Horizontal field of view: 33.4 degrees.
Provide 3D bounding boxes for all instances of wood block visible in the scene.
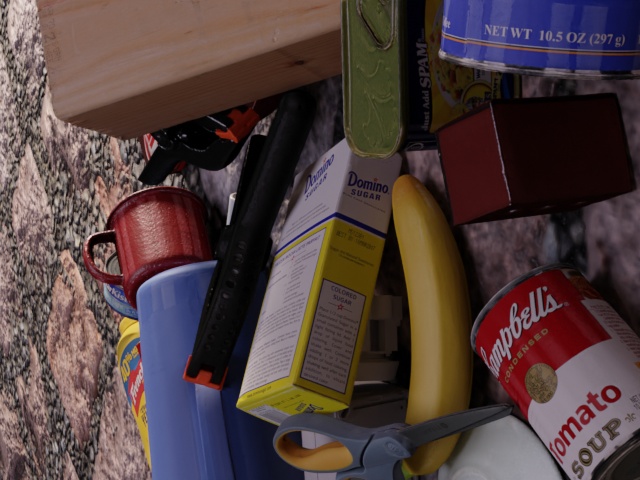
[{"bbox_3d":[-0.067,-0.139,0.686,0.206,0.090,0.090,-14,81,19],"label":"wood block"}]

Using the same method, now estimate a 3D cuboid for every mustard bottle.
[{"bbox_3d":[-0.156,0.138,1.045,0.096,0.058,0.192,-56,47,36],"label":"mustard bottle"}]

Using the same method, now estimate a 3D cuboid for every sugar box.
[{"bbox_3d":[0.000,0.026,0.687,0.093,0.048,0.176,-32,37,58],"label":"sugar box"}]

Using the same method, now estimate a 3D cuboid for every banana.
[{"bbox_3d":[0.064,0.059,0.649,0.070,0.037,0.198,6,95,49],"label":"banana"}]

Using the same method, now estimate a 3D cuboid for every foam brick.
[{"bbox_3d":[0.105,-0.040,0.529,0.053,0.078,0.051,-25,74,62],"label":"foam brick"}]

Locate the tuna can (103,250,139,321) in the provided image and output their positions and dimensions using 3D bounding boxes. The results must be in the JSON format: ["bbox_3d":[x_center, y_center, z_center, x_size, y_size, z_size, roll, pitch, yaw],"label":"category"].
[{"bbox_3d":[-0.161,0.040,1.009,0.086,0.086,0.034,49,138,46],"label":"tuna can"}]

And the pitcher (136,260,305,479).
[{"bbox_3d":[-0.076,0.141,0.832,0.149,0.144,0.243,-25,70,43],"label":"pitcher"}]

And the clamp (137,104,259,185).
[{"bbox_3d":[-0.118,-0.094,0.796,0.172,0.039,0.120,-5,135,49],"label":"clamp"}]

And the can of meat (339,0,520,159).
[{"bbox_3d":[0.061,-0.098,0.587,0.058,0.083,0.102,12,106,60],"label":"can of meat"}]

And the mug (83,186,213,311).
[{"bbox_3d":[-0.148,0.013,0.937,0.093,0.117,0.081,111,150,-45],"label":"mug"}]

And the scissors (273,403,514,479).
[{"bbox_3d":[0.051,0.126,0.606,0.202,0.016,0.096,-11,125,47],"label":"scissors"}]

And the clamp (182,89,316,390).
[{"bbox_3d":[-0.055,0.001,0.768,0.165,0.036,0.210,-176,103,-81],"label":"clamp"}]

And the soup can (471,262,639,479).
[{"bbox_3d":[0.128,0.070,0.518,0.102,0.068,0.069,57,141,38],"label":"soup can"}]
